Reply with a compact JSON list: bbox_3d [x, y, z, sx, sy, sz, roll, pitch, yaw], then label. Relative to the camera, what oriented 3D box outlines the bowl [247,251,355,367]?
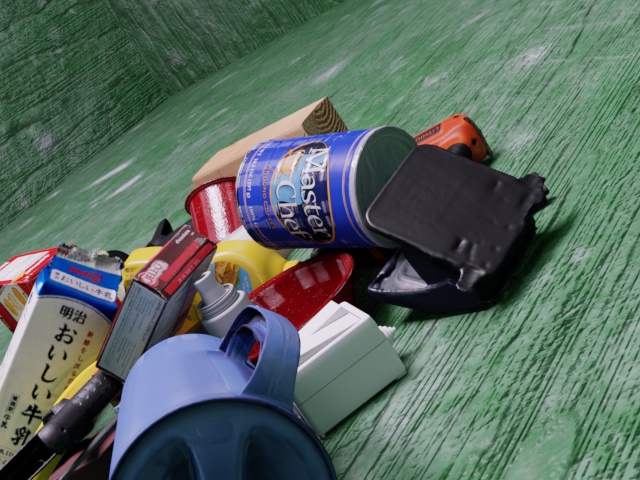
[{"bbox_3d":[-0.027,0.078,0.903,0.162,0.055,0.162,-31,16,10],"label":"bowl"}]

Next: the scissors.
[{"bbox_3d":[-0.161,0.135,0.883,0.201,0.016,0.096,-45,10,-30],"label":"scissors"}]

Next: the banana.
[{"bbox_3d":[-0.220,0.168,0.963,0.037,0.069,0.197,23,64,32],"label":"banana"}]

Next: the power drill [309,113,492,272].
[{"bbox_3d":[0.086,-0.042,1.043,0.185,0.057,0.187,-24,20,30],"label":"power drill"}]

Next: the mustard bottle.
[{"bbox_3d":[-0.089,0.046,1.027,0.192,0.096,0.058,-6,27,17],"label":"mustard bottle"}]

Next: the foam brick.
[{"bbox_3d":[-0.172,0.188,0.874,0.078,0.053,0.051,-29,16,14],"label":"foam brick"}]

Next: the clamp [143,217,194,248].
[{"bbox_3d":[-0.234,0.012,1.550,0.165,0.036,0.209,-14,25,50],"label":"clamp"}]

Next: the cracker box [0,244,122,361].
[{"bbox_3d":[-0.277,0.089,1.171,0.072,0.164,0.214,-44,18,-27],"label":"cracker box"}]

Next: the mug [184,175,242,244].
[{"bbox_3d":[-0.108,-0.008,1.211,0.117,0.093,0.081,-39,55,37],"label":"mug"}]

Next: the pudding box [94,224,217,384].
[{"bbox_3d":[-0.135,0.053,0.882,0.090,0.039,0.114,-51,-10,-53],"label":"pudding box"}]

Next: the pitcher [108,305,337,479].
[{"bbox_3d":[-0.071,0.128,0.706,0.149,0.145,0.243,-25,12,-7],"label":"pitcher"}]

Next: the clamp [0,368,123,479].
[{"bbox_3d":[-0.216,0.158,0.876,0.120,0.039,0.171,-37,4,20],"label":"clamp"}]

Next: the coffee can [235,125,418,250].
[{"bbox_3d":[0.010,-0.043,0.935,0.141,0.103,0.102,-1,34,42],"label":"coffee can"}]

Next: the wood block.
[{"bbox_3d":[-0.061,-0.102,1.446,0.207,0.091,0.090,-22,20,36],"label":"wood block"}]
